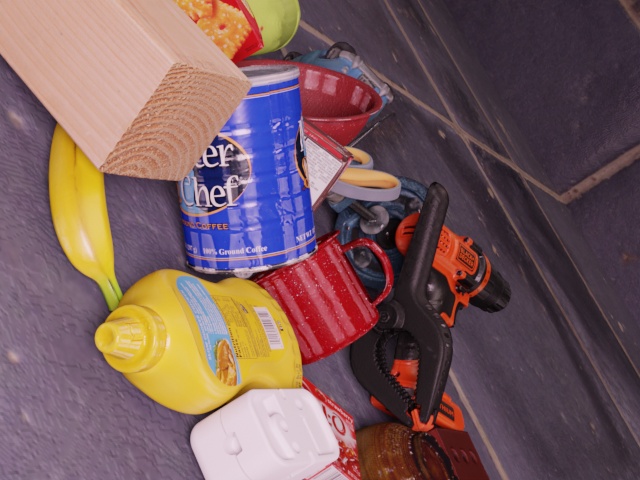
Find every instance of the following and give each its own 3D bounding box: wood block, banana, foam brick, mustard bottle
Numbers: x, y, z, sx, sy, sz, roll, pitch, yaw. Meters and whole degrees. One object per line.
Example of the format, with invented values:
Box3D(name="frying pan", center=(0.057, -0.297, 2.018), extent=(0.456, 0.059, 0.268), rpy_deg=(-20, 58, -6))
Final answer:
Box3D(name="wood block", center=(-0.156, -0.143, 0.730), extent=(0.206, 0.091, 0.090), rpy_deg=(47, 21, 23))
Box3D(name="banana", center=(-0.162, -0.044, 0.733), extent=(0.069, 0.037, 0.198), rpy_deg=(80, -1, -49))
Box3D(name="foam brick", center=(0.108, 0.203, 0.954), extent=(0.078, 0.051, 0.053), rpy_deg=(22, 39, -59))
Box3D(name="mustard bottle", center=(-0.083, 0.066, 0.701), extent=(0.191, 0.058, 0.096), rpy_deg=(15, 49, -64))

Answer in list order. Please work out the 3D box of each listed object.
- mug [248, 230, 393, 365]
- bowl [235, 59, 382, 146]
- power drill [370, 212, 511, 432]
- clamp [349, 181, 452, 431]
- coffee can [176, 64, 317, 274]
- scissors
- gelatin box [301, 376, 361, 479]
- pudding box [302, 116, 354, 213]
Box3D(name="mug", center=(0.006, 0.043, 0.875), extent=(0.081, 0.117, 0.093), rpy_deg=(60, 11, -4))
Box3D(name="bowl", center=(-0.027, -0.116, 0.982), extent=(0.162, 0.055, 0.162), rpy_deg=(8, 25, -4))
Box3D(name="power drill", center=(0.118, 0.088, 1.022), extent=(0.184, 0.057, 0.187), rpy_deg=(34, 62, -44))
Box3D(name="clamp", center=(0.052, 0.067, 0.941), extent=(0.036, 0.165, 0.210), rpy_deg=(20, 57, -62))
Box3D(name="coffee can", center=(-0.060, -0.056, 0.804), extent=(0.102, 0.103, 0.140), rpy_deg=(-49, 135, -70))
Box3D(name="scissors", center=(-0.025, -0.070, 0.972), extent=(0.201, 0.016, 0.096), rpy_deg=(10, 28, -12))
Box3D(name="gelatin box", center=(-0.007, 0.144, 0.804), extent=(0.089, 0.030, 0.073), rpy_deg=(44, 22, -32))
Box3D(name="pudding box", center=(-0.040, -0.052, 0.881), extent=(0.090, 0.114, 0.039), rpy_deg=(38, 21, 3))
